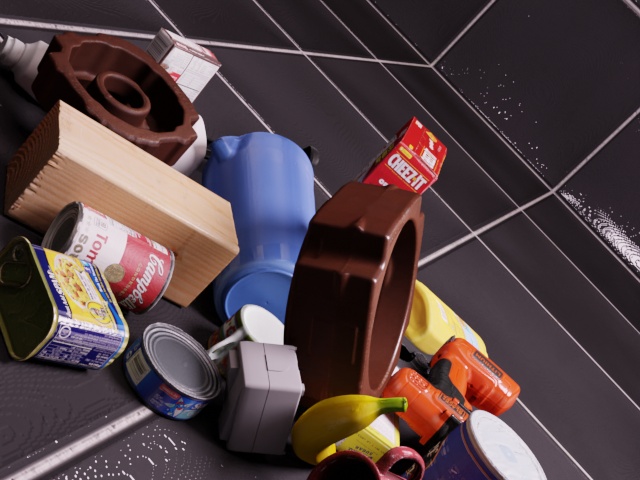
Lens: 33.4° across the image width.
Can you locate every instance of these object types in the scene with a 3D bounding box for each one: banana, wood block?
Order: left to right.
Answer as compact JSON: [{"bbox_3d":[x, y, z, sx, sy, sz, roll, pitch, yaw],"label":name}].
[{"bbox_3d":[-0.190,-0.031,1.029,0.205,0.091,0.090,32,24,-31],"label":"wood block"},{"bbox_3d":[0.009,0.172,0.948,0.069,0.198,0.037,16,64,-13],"label":"banana"}]

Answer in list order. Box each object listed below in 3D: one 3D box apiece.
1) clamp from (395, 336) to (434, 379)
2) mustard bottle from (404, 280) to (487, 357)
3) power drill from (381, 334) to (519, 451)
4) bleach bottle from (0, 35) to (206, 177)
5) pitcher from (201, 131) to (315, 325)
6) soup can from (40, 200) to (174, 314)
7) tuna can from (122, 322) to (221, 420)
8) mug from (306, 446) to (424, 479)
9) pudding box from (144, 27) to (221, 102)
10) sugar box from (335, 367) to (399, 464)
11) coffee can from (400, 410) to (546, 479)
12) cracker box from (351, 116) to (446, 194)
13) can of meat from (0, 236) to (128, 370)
[{"bbox_3d":[0.115,0.161,1.270,0.171,0.039,0.120,26,27,-28],"label":"clamp"},{"bbox_3d":[0.171,0.132,1.423,0.191,0.058,0.096,39,24,-42],"label":"mustard bottle"},{"bbox_3d":[0.164,0.187,1.162,0.184,0.057,0.187,42,21,6],"label":"power drill"},{"bbox_3d":[-0.249,-0.159,1.211,0.250,0.068,0.102,30,25,-29],"label":"bleach bottle"},{"bbox_3d":[-0.058,0.001,1.180,0.149,0.145,0.243,7,35,-11],"label":"pitcher"},{"bbox_3d":[-0.192,0.016,0.962,0.102,0.069,0.068,31,24,-31],"label":"soup can"},{"bbox_3d":[-0.130,0.115,0.936,0.086,0.034,0.086,38,21,-17],"label":"tuna can"},{"bbox_3d":[0.048,0.231,0.940,0.081,0.117,0.093,32,5,-42],"label":"mug"},{"bbox_3d":[-0.191,-0.197,1.322,0.089,0.114,0.039,15,32,-54],"label":"pudding box"},{"bbox_3d":[0.038,0.167,1.144,0.093,0.048,0.176,38,17,-11],"label":"sugar box"},{"bbox_3d":[0.132,0.246,1.027,0.102,0.140,0.103,38,21,-18],"label":"coffee can"},{"bbox_3d":[0.063,-0.046,1.363,0.072,0.214,0.164,43,20,-5],"label":"cracker box"},{"bbox_3d":[-0.213,0.054,0.867,0.083,0.057,0.102,22,30,-51],"label":"can of meat"}]
